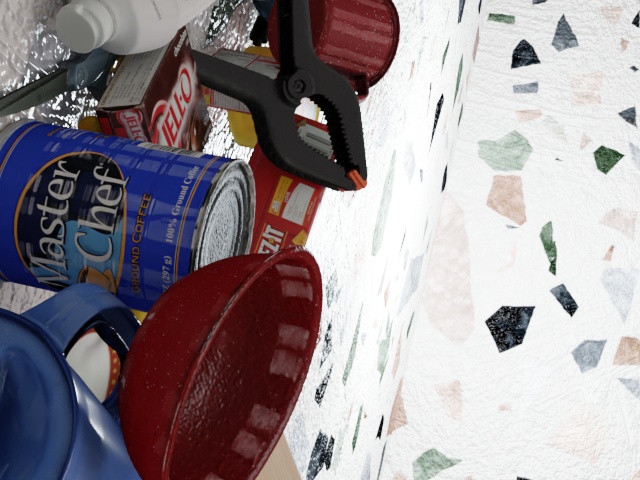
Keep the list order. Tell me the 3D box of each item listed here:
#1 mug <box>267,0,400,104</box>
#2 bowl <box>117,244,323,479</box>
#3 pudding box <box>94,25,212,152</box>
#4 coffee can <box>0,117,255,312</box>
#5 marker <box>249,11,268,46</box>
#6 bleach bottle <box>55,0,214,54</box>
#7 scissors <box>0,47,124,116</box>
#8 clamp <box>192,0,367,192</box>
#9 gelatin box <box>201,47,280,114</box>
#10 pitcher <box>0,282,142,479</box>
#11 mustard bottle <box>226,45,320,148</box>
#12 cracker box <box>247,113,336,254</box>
[{"bbox_3d":[0.010,-0.170,0.920,0.081,0.093,0.117,6,66,-42],"label":"mug"},{"bbox_3d":[-0.059,0.070,0.567,0.162,0.055,0.162,-53,155,-38],"label":"bowl"},{"bbox_3d":[-0.111,-0.083,0.729,0.113,0.039,0.090,-81,164,-50],"label":"pudding box"},{"bbox_3d":[-0.122,-0.012,0.644,0.102,0.140,0.103,12,90,-77],"label":"coffee can"},{"bbox_3d":[-0.047,-0.245,1.047,0.020,0.020,0.121,62,41,-70],"label":"marker"},{"bbox_3d":[-0.102,-0.204,0.720,0.102,0.068,0.250,56,40,-21],"label":"bleach bottle"},{"bbox_3d":[-0.155,-0.125,0.688,0.201,0.016,0.096,-22,121,-75],"label":"scissors"},{"bbox_3d":[-0.022,-0.130,0.844,0.210,0.036,0.164,48,70,-21],"label":"clamp"},{"bbox_3d":[-0.067,-0.138,0.930,0.089,0.073,0.030,-56,155,-61],"label":"gelatin box"},{"bbox_3d":[-0.158,0.130,0.605,0.243,0.149,0.145,74,7,-65],"label":"pitcher"},{"bbox_3d":[-0.040,-0.137,1.085,0.191,0.058,0.096,-8,104,-77],"label":"mustard bottle"},{"bbox_3d":[-0.056,0.001,0.962,0.214,0.072,0.164,126,-17,-67],"label":"cracker box"}]
